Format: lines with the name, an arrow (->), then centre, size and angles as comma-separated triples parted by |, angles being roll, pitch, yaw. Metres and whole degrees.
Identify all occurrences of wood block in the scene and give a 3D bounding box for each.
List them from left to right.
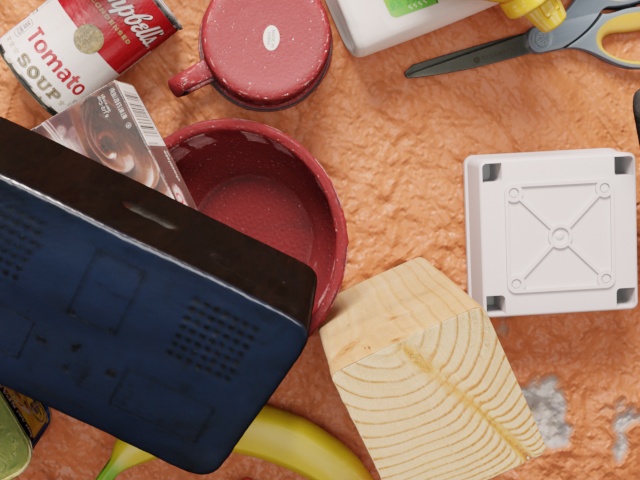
wood block -> 0.058, 0.079, 0.664 | 0.090, 0.206, 0.091 | -25, 97, 0

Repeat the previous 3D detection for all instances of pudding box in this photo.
pudding box -> -0.136, -0.032, 0.682 | 0.090, 0.039, 0.113 | -27, 86, 14

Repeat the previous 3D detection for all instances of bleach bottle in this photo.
bleach bottle -> 0.119, -0.214, 0.705 | 0.251, 0.068, 0.102 | -24, 100, -2

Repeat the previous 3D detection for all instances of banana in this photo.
banana -> -0.057, 0.145, 0.746 | 0.197, 0.037, 0.069 | 4, 80, -7

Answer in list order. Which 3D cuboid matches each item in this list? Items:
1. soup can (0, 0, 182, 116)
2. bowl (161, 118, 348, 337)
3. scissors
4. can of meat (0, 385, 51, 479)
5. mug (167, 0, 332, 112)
soup can -> -0.151, -0.135, 0.697 | 0.102, 0.068, 0.068 | -37, 97, 2
bowl -> -0.055, 0.001, 0.712 | 0.162, 0.055, 0.162 | 1, 93, 14
scissors -> 0.159, -0.158, 0.737 | 0.201, 0.016, 0.096 | 1, 95, -3
can of meat -> -0.228, 0.106, 0.713 | 0.057, 0.084, 0.102 | -29, 97, 1
mug -> -0.046, -0.126, 0.696 | 0.117, 0.081, 0.093 | -24, 97, 0
